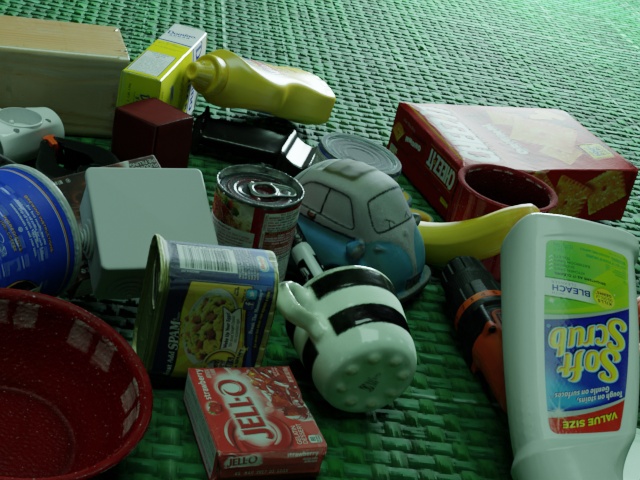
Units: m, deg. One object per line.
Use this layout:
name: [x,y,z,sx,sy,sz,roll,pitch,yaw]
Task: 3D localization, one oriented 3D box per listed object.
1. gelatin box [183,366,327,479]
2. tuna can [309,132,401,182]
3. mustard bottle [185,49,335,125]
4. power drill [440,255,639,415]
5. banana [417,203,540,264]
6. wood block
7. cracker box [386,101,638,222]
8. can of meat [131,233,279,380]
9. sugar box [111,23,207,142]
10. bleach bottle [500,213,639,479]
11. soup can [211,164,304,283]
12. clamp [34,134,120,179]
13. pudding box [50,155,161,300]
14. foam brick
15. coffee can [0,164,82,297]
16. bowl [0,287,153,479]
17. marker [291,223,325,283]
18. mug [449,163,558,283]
gelatin box: [-0.044,0.118,0.698,0.073,0.030,0.089,1,30,-21]
tuna can: [0.034,-0.071,1.035,0.086,0.034,0.086,16,26,-9]
mustard bottle: [-0.073,-0.164,1.129,0.096,0.058,0.191,31,16,32]
power drill: [0.200,0.075,0.860,0.187,0.057,0.184,2,33,-15]
banana: [0.099,-0.011,0.941,0.198,0.069,0.037,11,31,33]
wood block: [-0.301,-0.165,1.051,0.205,0.090,0.091,2,31,-20]
cracker box: [0.202,-0.087,1.142,0.213,0.072,0.164,0,30,-23]
can of meat: [-0.080,0.050,0.735,0.083,0.102,0.057,6,29,-18]
sugar box: [-0.160,-0.151,1.082,0.048,0.093,0.176,16,28,5]
bleach bottle: [0.176,0.100,0.724,0.102,0.068,0.250,13,51,-10]
soup can: [-0.055,0.001,0.834,0.068,0.102,0.068,10,28,-6]
clamp: [-0.202,-0.041,0.920,0.172,0.039,0.120,27,33,33]
pudding box: [-0.161,-0.012,0.836,0.113,0.039,0.090,-19,68,-34]
foam brick: [-0.155,-0.084,0.976,0.053,0.078,0.051,28,33,26]
coffee can: [-0.248,0.015,0.725,0.103,0.103,0.140,26,31,23]
bowl: [-0.184,0.100,0.631,0.162,0.055,0.162,16,33,-11]
marker: [-0.002,0.031,0.845,0.020,0.020,0.121,-10,57,-36]
mug: [0.157,-0.020,0.988,0.093,0.081,0.117,1,30,-23]
